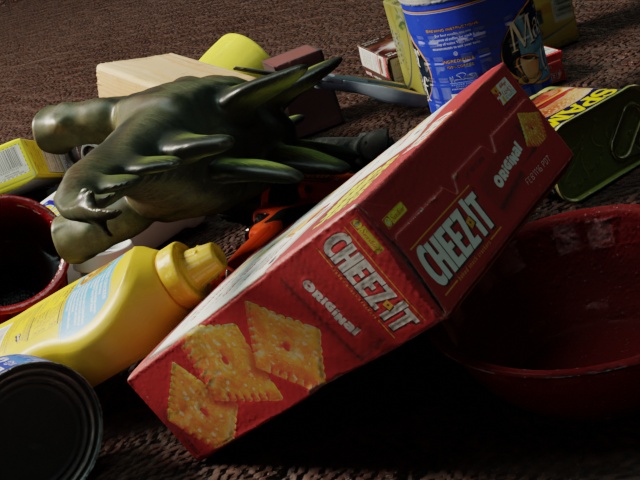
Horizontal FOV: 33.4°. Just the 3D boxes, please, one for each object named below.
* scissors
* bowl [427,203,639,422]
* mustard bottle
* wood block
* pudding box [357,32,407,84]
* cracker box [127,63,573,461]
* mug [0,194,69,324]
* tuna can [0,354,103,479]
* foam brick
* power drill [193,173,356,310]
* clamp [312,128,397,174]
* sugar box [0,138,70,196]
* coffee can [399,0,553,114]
[{"bbox_3d":[0.023,-0.143,0.987,0.096,0.016,0.201,23,18,39],"label":"scissors"},{"bbox_3d":[0.137,0.042,0.538,0.162,0.055,0.162,-16,23,7],"label":"bowl"},{"bbox_3d":[-0.140,0.053,0.664,0.192,0.058,0.096,-30,22,16],"label":"mustard bottle"},{"bbox_3d":[-0.129,-0.115,1.009,0.090,0.091,0.206,-15,23,-30],"label":"wood block"},{"bbox_3d":[0.107,-0.202,1.128,0.113,0.039,0.090,-23,23,-10],"label":"pudding box"},{"bbox_3d":[0.014,0.016,0.568,0.214,0.072,0.164,-36,6,44],"label":"cracker box"},{"bbox_3d":[-0.231,0.035,0.760,0.093,0.081,0.117,38,62,12],"label":"mug"},{"bbox_3d":[-0.166,0.106,0.590,0.086,0.086,0.034,-35,26,-33],"label":"tuna can"},{"bbox_3d":[-0.018,-0.148,1.057,0.051,0.078,0.053,-24,21,-10],"label":"foam brick"},{"bbox_3d":[-0.055,0.001,0.776,0.185,0.057,0.187,3,31,41],"label":"power drill"},{"bbox_3d":[0.054,-0.065,0.844,0.120,0.039,0.172,13,-1,-26],"label":"clamp"},{"bbox_3d":[-0.314,-0.066,1.074,0.093,0.048,0.176,-22,6,-1],"label":"sugar box"},{"bbox_3d":[0.129,-0.148,0.860,0.103,0.140,0.103,-16,23,7],"label":"coffee can"}]
